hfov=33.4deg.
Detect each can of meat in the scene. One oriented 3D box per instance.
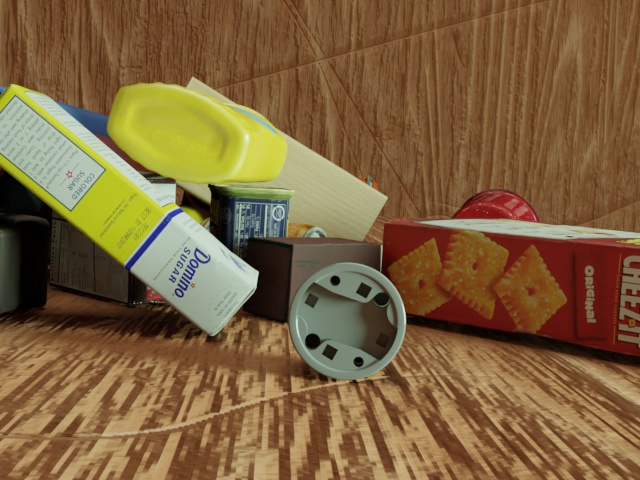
[{"bbox_3d":[-0.055,0.001,0.798,0.057,0.084,0.102,3,4,-11],"label":"can of meat"}]

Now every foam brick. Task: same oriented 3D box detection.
[{"bbox_3d":[-0.005,0.025,0.717,0.078,0.053,0.051,2,4,-37],"label":"foam brick"}]

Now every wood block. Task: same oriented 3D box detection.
[{"bbox_3d":[-0.055,-0.056,0.988,0.206,0.091,0.090,31,-1,-11],"label":"wood block"}]

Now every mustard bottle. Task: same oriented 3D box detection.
[{"bbox_3d":[-0.074,-0.072,0.758,0.096,0.058,0.191,18,6,9],"label":"mustard bottle"}]

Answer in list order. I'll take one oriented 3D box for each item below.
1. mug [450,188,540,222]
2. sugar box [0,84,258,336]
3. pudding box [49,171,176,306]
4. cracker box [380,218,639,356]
[{"bbox_3d":[0.161,0.003,1.073,0.117,0.093,0.081,-28,-2,20],"label":"mug"},{"bbox_3d":[-0.116,-0.017,0.630,0.176,0.048,0.093,42,1,-3],"label":"sugar box"},{"bbox_3d":[-0.149,-0.005,0.755,0.039,0.090,0.114,-3,8,-42],"label":"pudding box"},{"bbox_3d":[0.172,0.028,0.715,0.214,0.072,0.163,8,6,44],"label":"cracker box"}]
